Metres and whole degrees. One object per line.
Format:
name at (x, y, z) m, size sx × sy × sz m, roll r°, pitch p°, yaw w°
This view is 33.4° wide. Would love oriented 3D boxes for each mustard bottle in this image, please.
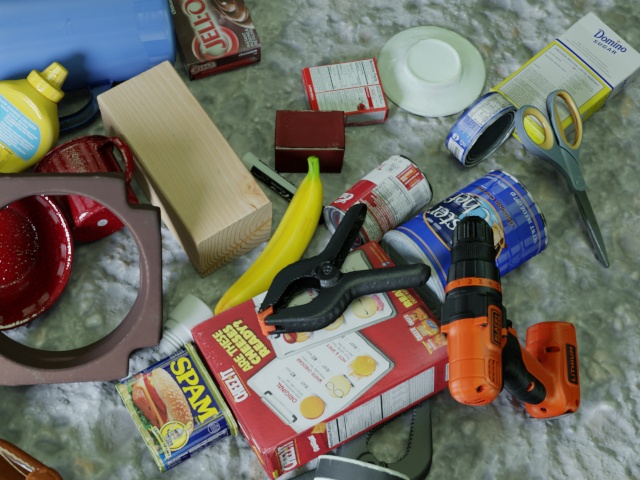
mustard bottle at (-0.332, -0.109, 1.121) m, size 0.096 × 0.058 × 0.191 m, roll 41°, pitch 94°, yaw -4°

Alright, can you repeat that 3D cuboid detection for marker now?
marker at (-0.037, -0.056, 1.175) m, size 0.121 × 0.020 × 0.020 m, roll 37°, pitch 67°, yaw 14°

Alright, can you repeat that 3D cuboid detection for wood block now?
wood block at (-0.145, -0.077, 1.141) m, size 0.090 × 0.090 × 0.206 m, roll -31°, pitch 70°, yaw -16°

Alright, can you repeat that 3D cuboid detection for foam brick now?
foam brick at (-0.013, -0.109, 1.184) m, size 0.078 × 0.053 × 0.051 m, roll 0°, pitch 64°, yaw -4°

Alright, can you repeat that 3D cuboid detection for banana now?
banana at (-0.047, 0.007, 1.118) m, size 0.037 × 0.069 × 0.197 m, roll 19°, pitch 73°, yaw 39°

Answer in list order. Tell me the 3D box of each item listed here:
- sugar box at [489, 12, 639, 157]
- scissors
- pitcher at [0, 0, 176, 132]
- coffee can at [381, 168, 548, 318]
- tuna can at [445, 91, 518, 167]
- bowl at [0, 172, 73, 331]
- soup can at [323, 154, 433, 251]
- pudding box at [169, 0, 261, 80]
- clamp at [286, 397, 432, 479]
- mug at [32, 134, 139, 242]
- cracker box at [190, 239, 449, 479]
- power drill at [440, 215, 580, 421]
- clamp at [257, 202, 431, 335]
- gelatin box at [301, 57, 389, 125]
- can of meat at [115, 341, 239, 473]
sugar box at (0.284, -0.182, 1.239) m, size 0.176 × 0.048 × 0.093 m, roll -37°, pitch 73°, yaw -22°
scissors at (0.261, -0.068, 1.158) m, size 0.096 × 0.016 × 0.202 m, roll -1°, pitch 78°, yaw -26°
pitcher at (-0.286, -0.215, 1.190) m, size 0.242 × 0.149 × 0.145 m, roll -10°, pitch 47°, yaw -11°
coffee can at (0.150, 0.003, 1.109) m, size 0.140 × 0.103 × 0.103 m, roll -31°, pitch 69°, yaw -17°
tuna can at (0.179, -0.123, 1.182) m, size 0.086 × 0.086 × 0.034 m, roll -37°, pitch 70°, yaw -19°
bowl at (-0.333, 0.009, 1.085) m, size 0.162 × 0.055 × 0.162 m, roll -2°, pitch 97°, yaw -13°
soup can at (0.063, -0.038, 1.144) m, size 0.102 × 0.068 × 0.068 m, roll -39°, pitch 72°, yaw -20°
pudding box at (-0.128, -0.251, 1.255) m, size 0.090 × 0.039 × 0.113 m, roll -17°, pitch 66°, yaw -11°
clamp at (0.036, 0.224, 1.031) m, size 0.164 × 0.036 × 0.209 m, roll 25°, pitch 65°, yaw 10°
mug at (-0.235, -0.059, 1.119) m, size 0.117 × 0.093 × 0.081 m, roll -39°, pitch 71°, yaw 27°
cracker box at (0.005, 0.113, 1.049) m, size 0.213 × 0.072 × 0.164 m, roll -26°, pitch 52°, yaw -14°
power drill at (0.182, 0.086, 1.032) m, size 0.057 × 0.187 × 0.184 m, roll -16°, pitch 58°, yaw 38°
clamp at (0.009, 0.031, 1.044) m, size 0.171 × 0.039 × 0.120 m, roll -24°, pitch 45°, yaw -11°
gelatin box at (0.028, -0.167, 1.227) m, size 0.089 × 0.030 × 0.073 m, roll -9°, pitch 63°, yaw -8°
can of meat at (-0.141, 0.164, 1.042) m, size 0.084 × 0.057 × 0.102 m, roll -28°, pitch 68°, yaw -13°
